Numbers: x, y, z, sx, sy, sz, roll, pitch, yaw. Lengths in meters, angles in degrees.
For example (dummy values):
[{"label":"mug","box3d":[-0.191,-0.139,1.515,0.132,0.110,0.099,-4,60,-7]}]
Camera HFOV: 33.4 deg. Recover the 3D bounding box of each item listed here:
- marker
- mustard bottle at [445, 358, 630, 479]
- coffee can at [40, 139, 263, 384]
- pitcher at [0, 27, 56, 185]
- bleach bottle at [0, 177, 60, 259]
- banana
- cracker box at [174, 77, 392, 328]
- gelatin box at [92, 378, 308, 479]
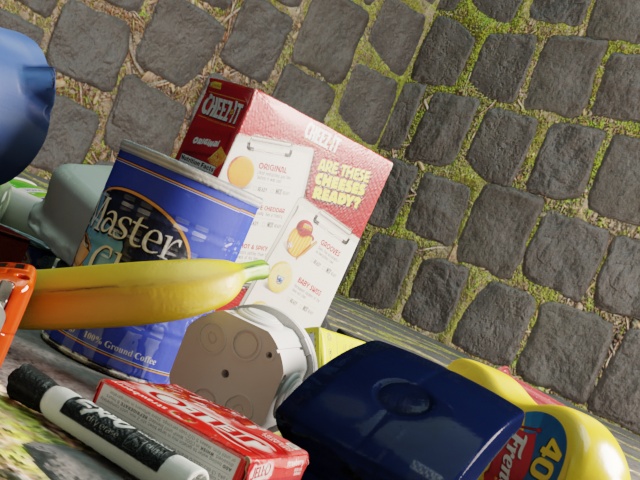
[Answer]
[{"label":"marker","box3d":[-0.101,0.086,0.485,0.121,0.020,0.020,23,0,31]},{"label":"mustard bottle","box3d":[0.129,0.143,0.641,0.058,0.096,0.192,23,0,-31]},{"label":"coffee can","box3d":[-0.112,0.016,0.715,0.103,0.140,0.103,23,0,0]},{"label":"pitcher","box3d":[-0.329,-0.120,0.777,0.145,0.149,0.242,40,11,26]},{"label":"bleach bottle","box3d":[-0.226,-0.004,1.021,0.251,0.068,0.102,17,3,28]},{"label":"banana","box3d":[-0.131,0.034,0.627,0.198,0.037,0.069,-4,-6,9]},{"label":"cracker box","box3d":[-0.056,0.001,0.850,0.164,0.214,0.072,23,0,-43]},{"label":"gelatin box","box3d":[-0.059,0.098,0.521,0.089,0.030,0.073,23,0,23]}]
